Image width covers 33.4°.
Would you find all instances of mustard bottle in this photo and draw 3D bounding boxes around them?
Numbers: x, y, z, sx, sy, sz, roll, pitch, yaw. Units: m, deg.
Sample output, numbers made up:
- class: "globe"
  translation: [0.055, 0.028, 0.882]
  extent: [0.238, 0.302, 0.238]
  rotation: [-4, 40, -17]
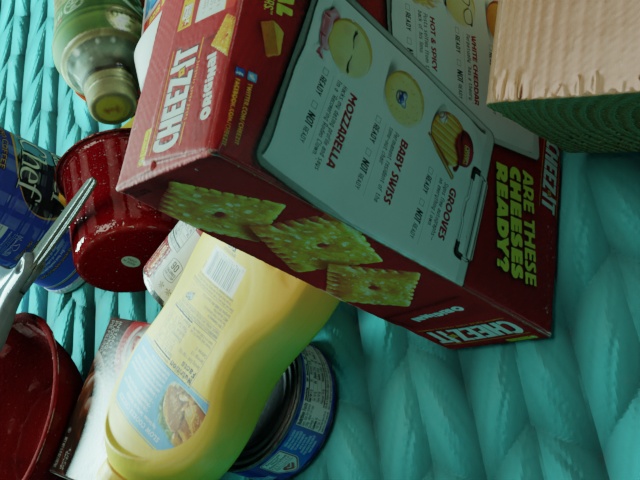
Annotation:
- class: "mustard bottle"
  translation: [-0.066, 0.075, 0.581]
  extent: [0.096, 0.058, 0.192]
  rotation: [37, 96, 46]

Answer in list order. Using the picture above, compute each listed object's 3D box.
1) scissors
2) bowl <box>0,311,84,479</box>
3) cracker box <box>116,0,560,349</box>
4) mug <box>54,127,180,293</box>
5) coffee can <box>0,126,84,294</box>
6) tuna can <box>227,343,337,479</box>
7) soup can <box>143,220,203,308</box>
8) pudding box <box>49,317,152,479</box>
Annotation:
- class: "scissors"
  translation: [-0.209, 0.013, 0.748]
  extent: [0.202, 0.016, 0.096]
  rotation: [-56, 33, 21]
- class: "bowl"
  translation: [-0.215, 0.136, 0.765]
  extent: [0.162, 0.055, 0.162]
  rotation: [-25, 52, 36]
- class: "cracker box"
  translation: [0.024, -0.059, 0.495]
  extent: [0.072, 0.213, 0.164]
  rotation: [-15, 58, 44]
- class: "mug"
  translation: [-0.128, -0.025, 0.732]
  extent: [0.117, 0.093, 0.081]
  rotation: [-54, 40, 42]
- class: "coffee can"
  translation: [-0.242, -0.030, 0.822]
  extent: [0.103, 0.140, 0.103]
  rotation: [-25, 52, 36]
- class: "tuna can"
  translation: [-0.031, 0.093, 0.608]
  extent: [0.086, 0.033, 0.086]
  rotation: [-25, 52, 36]
- class: "soup can"
  translation: [-0.054, 0.001, 0.659]
  extent: [0.102, 0.068, 0.068]
  rotation: [-50, 41, 15]
- class: "pudding box"
  translation: [-0.119, 0.109, 0.688]
  extent: [0.090, 0.039, 0.113]
  rotation: [3, 70, 48]
